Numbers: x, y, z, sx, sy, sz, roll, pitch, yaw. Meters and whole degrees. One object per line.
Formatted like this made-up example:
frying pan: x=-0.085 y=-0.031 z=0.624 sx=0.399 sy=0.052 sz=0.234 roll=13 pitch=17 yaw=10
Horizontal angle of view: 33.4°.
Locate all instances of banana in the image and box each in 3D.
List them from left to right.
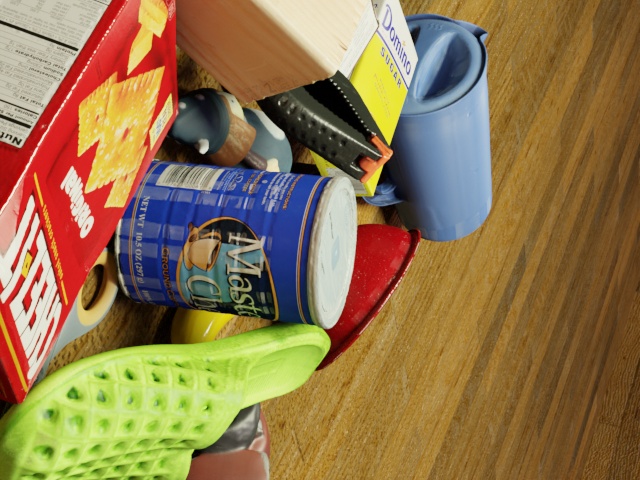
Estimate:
banana: x=-0.071 y=0.054 z=0.862 sx=0.197 sy=0.037 sz=0.070 roll=-33 pitch=133 yaw=-59

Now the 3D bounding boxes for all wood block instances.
wood block: x=-0.072 y=-0.181 z=0.601 sx=0.205 sy=0.090 sz=0.090 roll=40 pitch=59 yaw=-31

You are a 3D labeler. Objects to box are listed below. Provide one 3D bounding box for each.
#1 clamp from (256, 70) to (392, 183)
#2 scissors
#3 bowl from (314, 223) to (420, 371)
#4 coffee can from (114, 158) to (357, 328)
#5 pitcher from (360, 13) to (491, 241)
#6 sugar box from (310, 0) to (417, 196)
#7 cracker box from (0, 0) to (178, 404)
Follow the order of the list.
clamp: x=-0.038 y=-0.122 z=0.723 sx=0.036 sy=0.210 sz=0.164 roll=-48 pitch=165 yaw=31
scissors: x=-0.170 y=0.079 z=0.674 sx=0.096 sy=0.016 sz=0.202 roll=22 pitch=79 yaw=-66
bowl: x=0.021 y=0.039 z=0.979 sx=0.162 sy=0.055 sz=0.162 roll=-52 pitch=-173 yaw=8
coffee can: x=-0.055 y=0.001 z=0.729 sx=0.102 sy=0.140 sz=0.103 roll=7 pitch=90 yaw=-75
pitcher: x=0.107 y=-0.100 z=1.109 sx=0.243 sy=0.149 sz=0.145 roll=70 pitch=22 yaw=-53
sugar box: x=0.038 y=-0.132 z=0.931 sx=0.093 sy=0.048 sz=0.176 roll=63 pitch=39 yaw=-45
cracker box: x=-0.145 y=-0.044 z=0.557 sx=0.164 sy=0.072 sz=0.213 roll=101 pitch=9 yaw=-61
